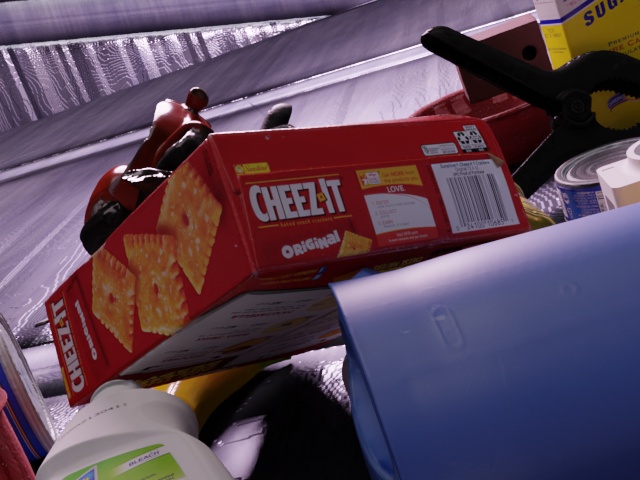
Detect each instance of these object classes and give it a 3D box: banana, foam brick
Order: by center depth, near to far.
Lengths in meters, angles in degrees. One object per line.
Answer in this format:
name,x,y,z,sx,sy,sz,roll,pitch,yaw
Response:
banana,-0.075,0.103,0.611,0.070,0.037,0.197,-17,17,20
foam brick,0.158,-0.159,0.937,0.078,0.053,0.051,-20,16,6

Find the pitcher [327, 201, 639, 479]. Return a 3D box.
pitcher,0.134,0.052,0.396,0.243,0.149,0.145,-18,1,-2

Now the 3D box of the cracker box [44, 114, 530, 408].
cracker box,-0.027,0.013,0.548,0.163,0.072,0.214,-9,-16,-36

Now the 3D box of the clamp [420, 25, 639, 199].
clamp,0.184,-0.084,0.799,0.210,0.164,0.036,-2,-13,-8

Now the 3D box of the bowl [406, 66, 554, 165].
bowl,0.156,-0.103,0.952,0.162,0.055,0.162,-19,17,6
